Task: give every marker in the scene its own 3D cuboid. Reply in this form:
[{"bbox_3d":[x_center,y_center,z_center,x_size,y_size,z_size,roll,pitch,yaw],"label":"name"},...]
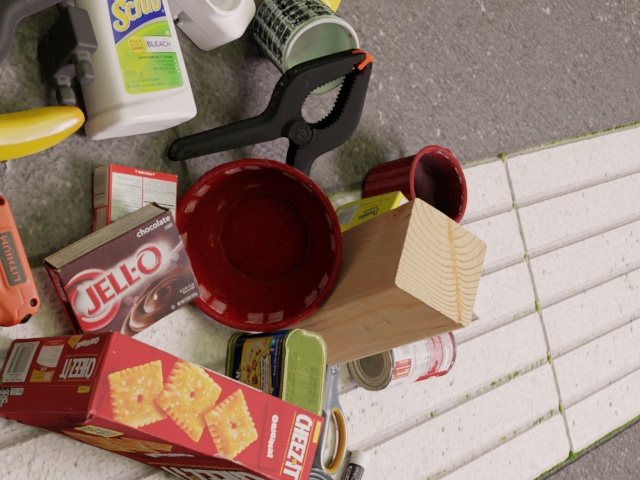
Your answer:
[{"bbox_3d":[0.023,0.271,1.082,0.020,0.020,0.121,39,58,-31],"label":"marker"}]

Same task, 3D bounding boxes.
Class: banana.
[{"bbox_3d":[-0.280,-0.092,0.843,0.197,0.070,0.037,10,37,-48],"label":"banana"}]

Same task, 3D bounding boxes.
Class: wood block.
[{"bbox_3d":[0.049,0.046,1.009,0.090,0.207,0.090,31,59,-24],"label":"wood block"}]

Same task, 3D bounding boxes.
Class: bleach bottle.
[{"bbox_3d":[-0.188,-0.221,0.951,0.102,0.068,0.251,-15,90,-44],"label":"bleach bottle"}]

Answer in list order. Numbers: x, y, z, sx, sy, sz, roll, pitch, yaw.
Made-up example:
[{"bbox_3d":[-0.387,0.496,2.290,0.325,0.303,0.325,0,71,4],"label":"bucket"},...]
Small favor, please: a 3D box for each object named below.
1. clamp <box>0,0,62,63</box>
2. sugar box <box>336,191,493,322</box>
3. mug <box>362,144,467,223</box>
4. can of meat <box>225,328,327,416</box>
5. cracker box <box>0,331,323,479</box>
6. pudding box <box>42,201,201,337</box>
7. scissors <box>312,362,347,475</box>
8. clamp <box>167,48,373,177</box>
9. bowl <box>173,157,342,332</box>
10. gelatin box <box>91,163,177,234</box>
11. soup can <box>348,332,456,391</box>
[{"bbox_3d":[-0.265,-0.187,0.864,0.120,0.039,0.171,20,72,-2],"label":"clamp"},{"bbox_3d":[0.097,0.025,1.145,0.176,0.094,0.048,46,55,-26],"label":"sugar box"},{"bbox_3d":[0.106,-0.060,1.177,0.093,0.082,0.117,49,54,-25],"label":"mug"},{"bbox_3d":[-0.043,0.134,1.003,0.057,0.084,0.102,16,71,-40],"label":"can of meat"},{"bbox_3d":[-0.132,0.143,0.864,0.213,0.164,0.072,30,65,-35],"label":"cracker box"},{"bbox_3d":[-0.167,0.032,0.906,0.113,0.039,0.090,-32,123,-26],"label":"pudding box"},{"bbox_3d":[-0.004,0.137,1.084,0.096,0.016,0.202,9,76,-41],"label":"scissors"},{"bbox_3d":[-0.022,-0.097,1.036,0.210,0.036,0.164,-41,121,-1],"label":"clamp"},{"bbox_3d":[-0.057,0.001,0.997,0.055,0.162,0.162,-52,124,-78],"label":"bowl"},{"bbox_3d":[-0.166,-0.019,0.954,0.073,0.030,0.089,8,80,-42],"label":"gelatin box"},{"bbox_3d":[0.087,0.120,1.136,0.102,0.069,0.068,-6,86,-43],"label":"soup can"}]
